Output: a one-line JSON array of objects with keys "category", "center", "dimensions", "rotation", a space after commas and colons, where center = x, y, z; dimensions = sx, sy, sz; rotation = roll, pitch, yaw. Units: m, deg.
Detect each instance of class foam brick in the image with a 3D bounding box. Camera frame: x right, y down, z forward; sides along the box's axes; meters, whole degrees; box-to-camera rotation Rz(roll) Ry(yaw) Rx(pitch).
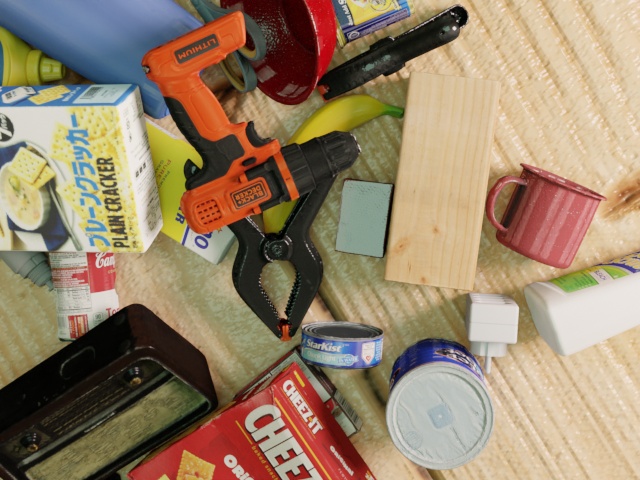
[{"category": "foam brick", "center": [0.046, -0.024, 1.105], "dimensions": [0.053, 0.051, 0.078], "rotation": [9, 95, 5]}]

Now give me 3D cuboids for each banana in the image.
[{"category": "banana", "center": [-0.004, -0.087, 1.111], "dimensions": [0.069, 0.037, 0.198], "rotation": [45, 97, 0]}]

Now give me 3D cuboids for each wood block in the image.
[{"category": "wood block", "center": [0.121, -0.060, 1.075], "dimensions": [0.090, 0.091, 0.206], "rotation": [7, 95, 4]}]

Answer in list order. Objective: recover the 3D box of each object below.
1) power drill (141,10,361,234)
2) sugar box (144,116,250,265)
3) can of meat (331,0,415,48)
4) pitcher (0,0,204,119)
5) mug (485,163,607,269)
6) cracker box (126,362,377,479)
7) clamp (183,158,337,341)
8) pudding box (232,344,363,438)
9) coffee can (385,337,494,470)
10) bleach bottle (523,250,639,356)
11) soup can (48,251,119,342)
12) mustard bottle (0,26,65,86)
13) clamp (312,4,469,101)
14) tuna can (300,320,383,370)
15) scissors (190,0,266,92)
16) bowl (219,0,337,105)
[{"category": "power drill", "center": [-0.073, -0.118, 1.017], "dimensions": [0.184, 0.057, 0.187], "rotation": [-24, 104, -4]}, {"category": "sugar box", "center": [-0.158, -0.059, 1.125], "dimensions": [0.176, 0.048, 0.093], "rotation": [31, 97, 3]}, {"category": "can of meat", "center": [0.039, -0.259, 1.083], "dimensions": [0.084, 0.057, 0.102], "rotation": [-23, 93, 4]}, {"category": "pitcher", "center": [-0.226, -0.239, 1.083], "dimensions": [0.243, 0.145, 0.149], "rotation": [34, 109, -2]}, {"category": "mug", "center": [0.217, -0.026, 1.065], "dimensions": [0.117, 0.093, 0.081], "rotation": [17, 102, -24]}, {"category": "cracker box", "center": [-0.070, 0.250, 1.101], "dimensions": [0.214, 0.072, 0.164], "rotation": [-34, 92, 26]}, {"category": "clamp", "center": [-0.057, 0.001, 1.094], "dimensions": [0.164, 0.036, 0.210], "rotation": [-1, 105, -8]}, {"category": "pudding box", "center": [-0.024, 0.182, 1.137], "dimensions": [0.090, 0.039, 0.113], "rotation": [-39, 88, 10]}, {"category": "coffee can", "center": [0.118, 0.160, 1.069], "dimensions": [0.103, 0.140, 0.103], "rotation": [0, 95, 5]}, {"category": "bleach bottle", "center": [0.338, 0.037, 1.069], "dimensions": [0.251, 0.102, 0.068], "rotation": [-22, 101, 0]}, {"category": "soup can", "center": [-0.250, 0.052, 1.132], "dimensions": [0.068, 0.068, 0.102], "rotation": [-4, 95, 6]}, {"category": "mustard bottle", "center": [-0.365, -0.183, 1.127], "dimensions": [0.191, 0.058, 0.096], "rotation": [3, 94, 5]}, {"category": "clamp", "center": [0.071, -0.185, 1.059], "dimensions": [0.171, 0.120, 0.039], "rotation": [-29, 94, 11]}, {"category": "tuna can", "center": [0.022, 0.108, 1.102], "dimensions": [0.086, 0.086, 0.034], "rotation": [4, 97, 5]}, {"category": "scissors", "center": [-0.112, -0.247, 1.091], "dimensions": [0.016, 0.096, 0.202], "rotation": [-30, 94, -31]}, {"category": "bowl", "center": [-0.033, -0.220, 1.066], "dimensions": [0.055, 0.162, 0.162], "rotation": [-27, 92, -29]}]
